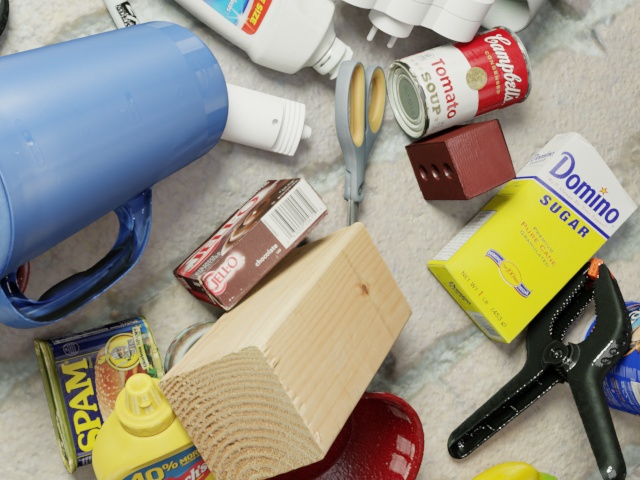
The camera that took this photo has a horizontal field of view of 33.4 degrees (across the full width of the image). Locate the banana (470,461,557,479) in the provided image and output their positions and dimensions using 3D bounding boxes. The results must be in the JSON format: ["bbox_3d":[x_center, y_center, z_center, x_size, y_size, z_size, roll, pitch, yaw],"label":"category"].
[{"bbox_3d":[0.126,0.254,0.918,0.197,0.037,0.069,-41,103,-13],"label":"banana"}]

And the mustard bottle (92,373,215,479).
[{"bbox_3d":[-0.112,0.159,0.769,0.096,0.058,0.191,-21,138,-14],"label":"mustard bottle"}]

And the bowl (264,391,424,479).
[{"bbox_3d":[0.002,0.175,0.846,0.161,0.055,0.162,-16,124,-25],"label":"bowl"}]

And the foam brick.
[{"bbox_3d":[0.116,-0.066,0.884,0.051,0.078,0.053,-24,99,-18],"label":"foam brick"}]

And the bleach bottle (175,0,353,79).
[{"bbox_3d":[-0.073,-0.219,0.819,0.250,0.068,0.102,37,99,-18],"label":"bleach bottle"}]

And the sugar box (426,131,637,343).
[{"bbox_3d":[0.186,-0.004,0.927,0.176,0.048,0.093,-44,104,-11],"label":"sugar box"}]

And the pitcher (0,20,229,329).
[{"bbox_3d":[-0.167,-0.061,0.715,0.145,0.149,0.242,32,36,18],"label":"pitcher"}]

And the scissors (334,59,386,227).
[{"bbox_3d":[0.035,-0.057,0.883,0.096,0.016,0.202,-49,142,-52],"label":"scissors"}]

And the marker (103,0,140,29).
[{"bbox_3d":[-0.147,-0.164,0.823,0.020,0.020,0.121,-30,101,-16],"label":"marker"}]

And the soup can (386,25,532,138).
[{"bbox_3d":[0.114,-0.132,0.887,0.102,0.069,0.068,-21,98,-16],"label":"soup can"}]

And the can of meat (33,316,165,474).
[{"bbox_3d":[-0.162,0.114,0.807,0.083,0.058,0.102,-14,97,-21],"label":"can of meat"}]

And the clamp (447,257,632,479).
[{"bbox_3d":[0.199,0.109,0.910,0.036,0.165,0.210,46,53,-37],"label":"clamp"}]

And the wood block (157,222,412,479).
[{"bbox_3d":[-0.017,0.077,0.775,0.091,0.090,0.205,60,30,-10],"label":"wood block"}]

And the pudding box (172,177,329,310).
[{"bbox_3d":[-0.055,0.001,0.822,0.113,0.090,0.039,-43,105,-14],"label":"pudding box"}]
